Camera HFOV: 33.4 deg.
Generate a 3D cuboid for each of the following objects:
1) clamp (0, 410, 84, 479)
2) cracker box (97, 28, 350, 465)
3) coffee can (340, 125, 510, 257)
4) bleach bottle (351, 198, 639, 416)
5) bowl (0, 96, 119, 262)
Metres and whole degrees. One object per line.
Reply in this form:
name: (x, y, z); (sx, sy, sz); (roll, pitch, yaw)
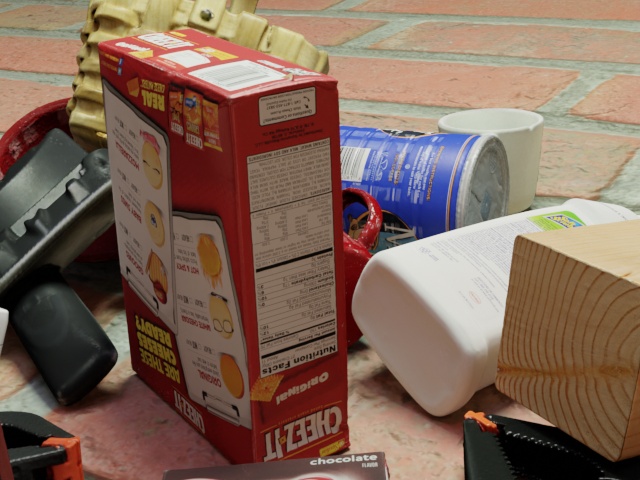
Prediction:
clamp: (-0.213, 0.119, 0.571); (0.172, 0.039, 0.120); (1, 23, 23)
cracker box: (-0.054, 0.001, 0.598); (0.072, 0.214, 0.164); (-16, 25, -29)
coffee can: (0.059, -0.032, 0.800); (0.140, 0.103, 0.102); (7, 25, 26)
bleach bottle: (0.144, 0.027, 0.686); (0.250, 0.068, 0.103); (-15, 52, -37)
bowl: (-0.184, -0.039, 0.868); (0.162, 0.055, 0.162); (4, 57, -6)
